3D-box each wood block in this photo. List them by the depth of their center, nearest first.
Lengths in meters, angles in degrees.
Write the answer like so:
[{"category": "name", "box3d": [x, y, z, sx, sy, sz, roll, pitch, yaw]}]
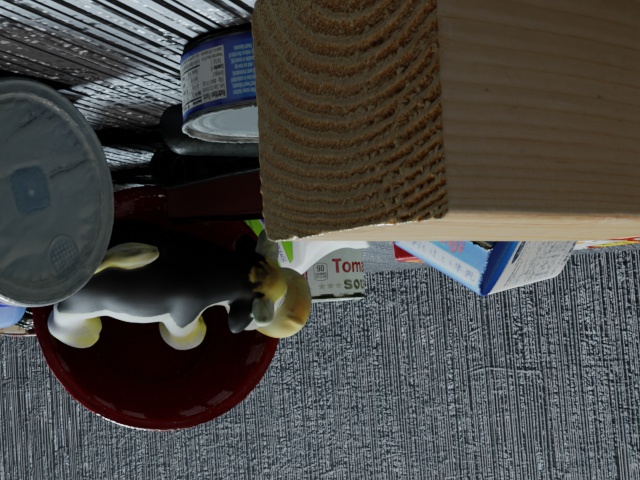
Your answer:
[{"category": "wood block", "box3d": [0.082, -0.047, 0.420, 0.205, 0.091, 0.090, -1, 175, -43]}]

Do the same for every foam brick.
[{"category": "foam brick", "box3d": [-0.055, -0.039, 0.659, 0.078, 0.051, 0.053, -4, 175, -2]}]

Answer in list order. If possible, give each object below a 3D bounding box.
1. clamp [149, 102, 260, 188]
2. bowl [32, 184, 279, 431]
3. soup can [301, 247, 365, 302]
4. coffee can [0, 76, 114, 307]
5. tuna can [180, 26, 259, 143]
[{"category": "clamp", "box3d": [-0.010, -0.056, 0.564, 0.171, 0.039, 0.120, -10, -179, -4]}, {"category": "bowl", "box3d": [-0.109, 0.048, 0.707, 0.162, 0.162, 0.055, -3, 165, -17]}, {"category": "soup can", "box3d": [0.000, -0.002, 0.865, 0.068, 0.102, 0.068, -4, 175, -1]}, {"category": "coffee can", "box3d": [-0.185, -0.015, 0.510, 0.141, 0.103, 0.102, -6, 175, 33]}, {"category": "tuna can", "box3d": [-0.017, -0.066, 0.458, 0.086, 0.034, 0.086, -4, 176, 0]}]
